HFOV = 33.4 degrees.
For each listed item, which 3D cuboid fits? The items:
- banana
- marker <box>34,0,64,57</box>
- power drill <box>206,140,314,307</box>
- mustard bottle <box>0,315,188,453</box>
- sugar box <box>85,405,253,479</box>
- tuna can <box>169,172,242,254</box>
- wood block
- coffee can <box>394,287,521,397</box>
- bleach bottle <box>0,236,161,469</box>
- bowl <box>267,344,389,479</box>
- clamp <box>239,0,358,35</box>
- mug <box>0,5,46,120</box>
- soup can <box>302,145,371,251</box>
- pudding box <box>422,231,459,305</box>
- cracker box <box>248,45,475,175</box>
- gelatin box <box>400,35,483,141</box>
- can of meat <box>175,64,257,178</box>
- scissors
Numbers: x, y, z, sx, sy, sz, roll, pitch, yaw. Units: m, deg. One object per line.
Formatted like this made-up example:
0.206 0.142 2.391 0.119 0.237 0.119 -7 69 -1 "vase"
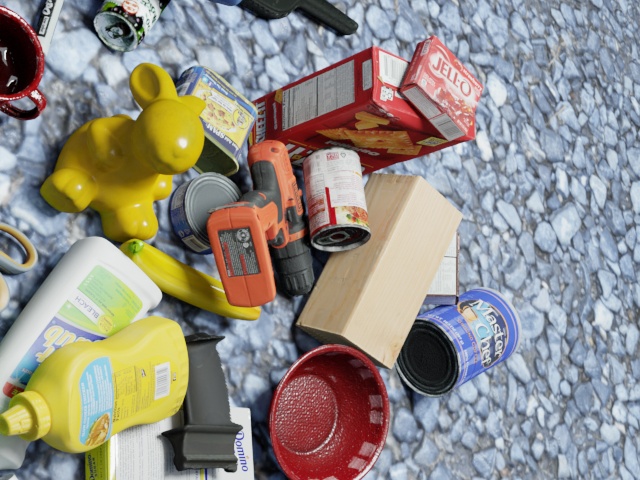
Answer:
-0.144 0.041 1.095 0.197 0.070 0.037 32 84 -46 "banana"
-0.274 -0.240 1.093 0.020 0.020 0.121 29 58 -34 "marker"
-0.057 0.001 1.140 0.187 0.057 0.184 -62 139 -67 "power drill"
-0.200 0.133 0.937 0.191 0.058 0.096 -17 116 -52 "mustard bottle"
-0.146 0.210 1.054 0.175 0.048 0.093 14 65 -44 "sugar box"
-0.122 -0.029 1.161 0.086 0.034 0.086 16 66 -40 "tuna can"
0.070 0.033 1.240 0.090 0.090 0.206 38 72 -36 "wood block"
0.173 0.126 1.344 0.140 0.103 0.103 -20 91 -45 "coffee can"
-0.248 0.119 0.975 0.102 0.068 0.250 48 52 -27 "bleach bottle"
-0.002 0.194 1.175 0.161 0.055 0.162 1 88 -35 "bowl"
-0.044 -0.335 1.331 0.209 0.036 0.164 -11 85 -45 "clamp"
-0.307 -0.154 0.989 0.117 0.082 0.093 39 53 -28 "mug"
0.017 -0.047 1.206 0.068 0.069 0.102 15 58 -40 "soup can"
0.116 0.032 1.321 0.039 0.113 0.090 72 20 -69 "pudding box"
0.045 -0.137 1.227 0.163 0.214 0.072 15 69 -40 "cracker box"
0.131 -0.163 1.141 0.089 0.030 0.073 41 53 -28 "gelatin box"
-0.125 -0.131 1.176 0.102 0.058 0.084 40 51 -27 "can of meat"
-0.340 0.004 0.941 0.201 0.016 0.096 24 66 -44 "scissors"
